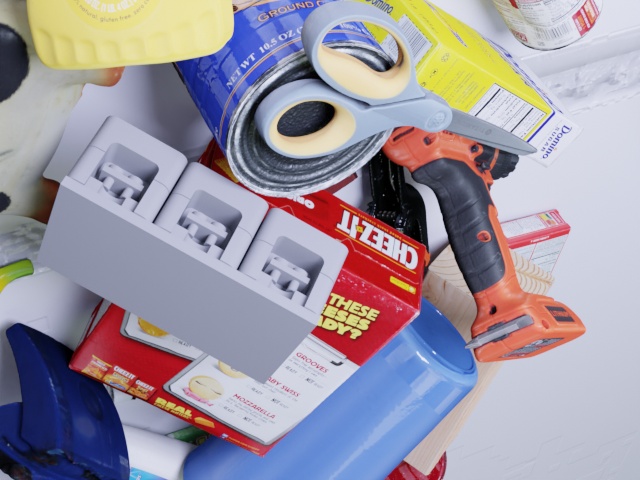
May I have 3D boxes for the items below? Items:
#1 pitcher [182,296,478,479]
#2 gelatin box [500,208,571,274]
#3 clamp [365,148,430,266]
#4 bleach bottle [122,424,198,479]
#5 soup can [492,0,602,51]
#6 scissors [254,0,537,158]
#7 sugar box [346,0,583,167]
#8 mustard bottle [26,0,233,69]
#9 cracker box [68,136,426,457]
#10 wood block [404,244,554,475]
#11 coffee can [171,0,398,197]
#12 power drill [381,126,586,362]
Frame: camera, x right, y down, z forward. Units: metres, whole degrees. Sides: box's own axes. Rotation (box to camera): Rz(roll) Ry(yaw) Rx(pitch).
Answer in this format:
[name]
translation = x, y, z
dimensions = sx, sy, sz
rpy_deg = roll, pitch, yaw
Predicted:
[pitcher]
translation = 0.014, 0.150, 0.884
dimensions = 0.144, 0.149, 0.243
rpy_deg = 33, 111, -30
[gelatin box]
translation = 0.182, 0.017, 0.983
dimensions = 0.073, 0.030, 0.089
rpy_deg = -13, 140, -24
[clamp]
translation = 0.053, -0.026, 0.816
dimensions = 0.120, 0.039, 0.171
rpy_deg = -71, 158, -6
[bleach bottle]
translation = -0.160, 0.211, 0.924
dimensions = 0.250, 0.068, 0.103
rpy_deg = 29, 114, -38
[soup can]
translation = 0.140, -0.178, 0.694
dimensions = 0.068, 0.068, 0.102
rpy_deg = -37, 144, 8
[scissors]
translation = 0.041, -0.058, 0.569
dimensions = 0.096, 0.016, 0.201
rpy_deg = -39, 143, 14
[sugar box]
translation = 0.098, -0.114, 0.719
dimensions = 0.175, 0.093, 0.048
rpy_deg = 14, 124, -45
[mustard bottle]
translation = -0.099, -0.179, 0.493
dimensions = 0.096, 0.058, 0.191
rpy_deg = -3, 110, 8
[cracker box]
translation = -0.054, 0.046, 0.734
dimensions = 0.164, 0.072, 0.214
rpy_deg = 28, 132, -15
[wood block]
translation = 0.115, 0.101, 0.960
dimensions = 0.090, 0.091, 0.206
rpy_deg = -40, 159, -48
[coffee can]
translation = -0.031, -0.108, 0.595
dimensions = 0.102, 0.140, 0.103
rpy_deg = -19, 142, -16
[power drill]
translation = 0.122, -0.009, 0.767
dimensions = 0.057, 0.188, 0.184
rpy_deg = -31, 163, 29
